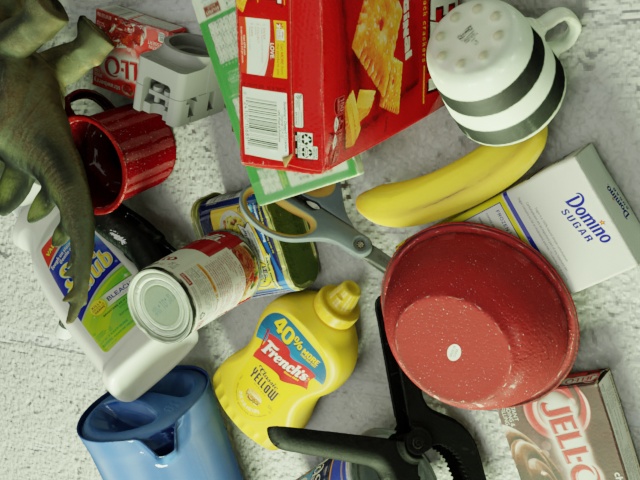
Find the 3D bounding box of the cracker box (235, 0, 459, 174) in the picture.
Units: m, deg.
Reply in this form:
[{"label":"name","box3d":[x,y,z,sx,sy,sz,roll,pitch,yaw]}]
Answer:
[{"label":"cracker box","box3d":[0.027,-0.152,0.728,0.072,0.213,0.164,12,115,28]}]

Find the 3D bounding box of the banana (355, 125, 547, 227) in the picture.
[{"label":"banana","box3d":[0.100,-0.047,0.813,0.198,0.069,0.037,-28,114,35]}]

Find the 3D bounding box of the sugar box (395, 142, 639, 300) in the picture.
[{"label":"sugar box","box3d":[0.150,0.006,0.814,0.177,0.048,0.093,-29,93,35]}]

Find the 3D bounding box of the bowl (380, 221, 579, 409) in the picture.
[{"label":"bowl","box3d":[0.109,0.070,0.805,0.162,0.055,0.162,14,120,24]}]

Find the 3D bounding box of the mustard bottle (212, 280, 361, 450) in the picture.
[{"label":"mustard bottle","box3d":[-0.020,0.101,0.958,0.096,0.058,0.192,49,127,15]}]

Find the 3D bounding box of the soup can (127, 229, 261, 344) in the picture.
[{"label":"soup can","box3d":[-0.104,0.038,0.889,0.069,0.102,0.068,11,113,27]}]

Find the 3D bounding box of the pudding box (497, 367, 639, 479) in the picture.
[{"label":"pudding box","box3d":[0.199,0.162,0.847,0.090,0.039,0.113,-14,100,37]}]

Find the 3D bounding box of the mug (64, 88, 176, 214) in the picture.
[{"label":"mug","box3d":[-0.194,-0.089,0.986,0.093,0.081,0.117,-38,85,38]}]

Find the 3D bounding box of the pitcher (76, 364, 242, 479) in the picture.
[{"label":"pitcher","box3d":[-0.136,0.251,1.055,0.145,0.149,0.243,-8,112,28]}]

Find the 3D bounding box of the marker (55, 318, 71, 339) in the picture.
[{"label":"marker","box3d":[-0.256,0.057,1.125,0.020,0.020,0.121,38,125,16]}]

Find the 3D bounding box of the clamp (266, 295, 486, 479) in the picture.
[{"label":"clamp","box3d":[0.063,0.173,0.889,0.210,0.164,0.036,53,154,-6]}]

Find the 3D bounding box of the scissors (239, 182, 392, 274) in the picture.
[{"label":"scissors","box3d":[0.032,-0.016,0.895,0.201,0.096,0.016,20,163,-3]}]

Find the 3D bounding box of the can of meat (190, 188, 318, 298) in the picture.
[{"label":"can of meat","box3d":[-0.056,0.001,0.945,0.084,0.057,0.102,-11,102,35]}]

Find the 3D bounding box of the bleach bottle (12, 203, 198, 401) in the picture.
[{"label":"bleach bottle","box3d":[-0.231,0.037,1.038,0.251,0.102,0.068,41,165,28]}]

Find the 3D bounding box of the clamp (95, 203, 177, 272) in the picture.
[{"label":"clamp","box3d":[-0.157,0.010,1.007,0.039,0.120,0.172,-49,53,4]}]

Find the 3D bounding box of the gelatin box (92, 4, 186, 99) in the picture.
[{"label":"gelatin box","box3d":[-0.165,-0.166,0.968,0.089,0.030,0.073,23,119,26]}]
